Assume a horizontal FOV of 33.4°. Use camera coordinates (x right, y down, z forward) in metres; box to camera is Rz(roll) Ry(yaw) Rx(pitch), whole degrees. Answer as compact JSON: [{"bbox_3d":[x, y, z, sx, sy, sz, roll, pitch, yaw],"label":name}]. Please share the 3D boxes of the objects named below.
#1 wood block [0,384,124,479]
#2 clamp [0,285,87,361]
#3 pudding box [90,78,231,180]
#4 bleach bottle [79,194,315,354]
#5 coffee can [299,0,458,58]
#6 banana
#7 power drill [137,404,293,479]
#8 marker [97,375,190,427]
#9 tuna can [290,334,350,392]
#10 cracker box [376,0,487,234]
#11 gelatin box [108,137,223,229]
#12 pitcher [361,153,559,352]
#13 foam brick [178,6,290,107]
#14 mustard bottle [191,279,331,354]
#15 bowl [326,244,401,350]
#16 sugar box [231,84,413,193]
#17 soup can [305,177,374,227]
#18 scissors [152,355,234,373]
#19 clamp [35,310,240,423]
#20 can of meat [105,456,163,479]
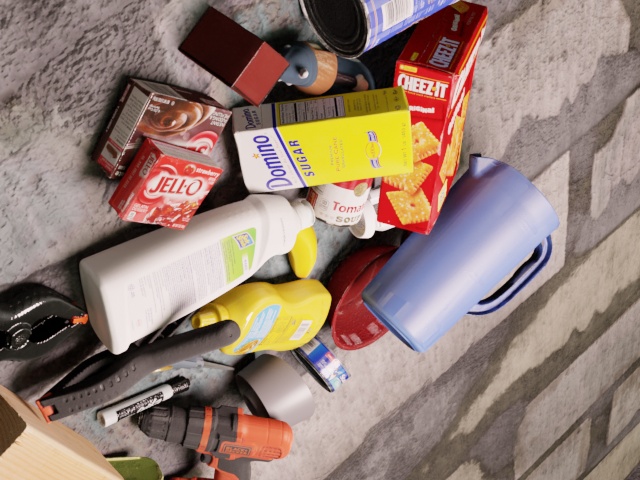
[{"bbox_3d":[-0.296,0.229,1.087,0.090,0.090,0.206,-47,147,-9],"label":"wood block"},{"bbox_3d":[-0.292,0.077,0.990,0.171,0.039,0.120,-26,146,-43],"label":"clamp"},{"bbox_3d":[-0.147,-0.098,0.997,0.113,0.039,0.090,7,117,-52],"label":"pudding box"},{"bbox_3d":[-0.116,0.021,1.095,0.250,0.068,0.102,-23,132,-26],"label":"bleach bottle"},{"bbox_3d":[0.063,-0.253,1.044,0.140,0.103,0.103,-33,143,-26],"label":"coffee can"},{"bbox_3d":[-0.045,-0.010,1.214,0.070,0.037,0.197,-34,148,14],"label":"banana"},{"bbox_3d":[-0.141,0.271,1.298,0.184,0.057,0.188,12,134,-10],"label":"power drill"},{"bbox_3d":[-0.200,0.183,1.223,0.120,0.020,0.020,-20,136,-39],"label":"marker"},{"bbox_3d":[-0.002,0.155,1.376,0.033,0.086,0.086,-42,146,-12],"label":"tuna can"},{"bbox_3d":[0.125,-0.141,1.196,0.164,0.072,0.214,-62,164,-47],"label":"cracker box"},{"bbox_3d":[-0.143,-0.050,0.987,0.073,0.030,0.089,-55,150,15],"label":"gelatin box"},{"bbox_3d":[0.174,0.026,1.320,0.243,0.149,0.145,-46,165,-5],"label":"pitcher"},{"bbox_3d":[-0.078,-0.168,0.978,0.051,0.078,0.053,-54,149,4],"label":"foam brick"},{"bbox_3d":[-0.076,0.091,1.247,0.191,0.058,0.096,0,133,-51],"label":"mustard bottle"},{"bbox_3d":[0.058,0.062,1.387,0.161,0.055,0.162,-31,142,-28],"label":"bowl"},{"bbox_3d":[0.004,-0.101,1.087,0.176,0.048,0.093,-10,139,1],"label":"sugar box"},{"bbox_3d":[0.027,-0.075,1.206,0.068,0.069,0.102,-14,132,-44],"label":"soup can"},{"bbox_3d":[-0.136,0.132,1.222,0.096,0.016,0.201,-31,158,31],"label":"scissors"},{"bbox_3d":[-0.192,0.118,1.094,0.210,0.165,0.036,-28,107,-10],"label":"clamp"},{"bbox_3d":[-0.238,0.299,1.238,0.101,0.057,0.084,2,120,-27],"label":"can of meat"}]
